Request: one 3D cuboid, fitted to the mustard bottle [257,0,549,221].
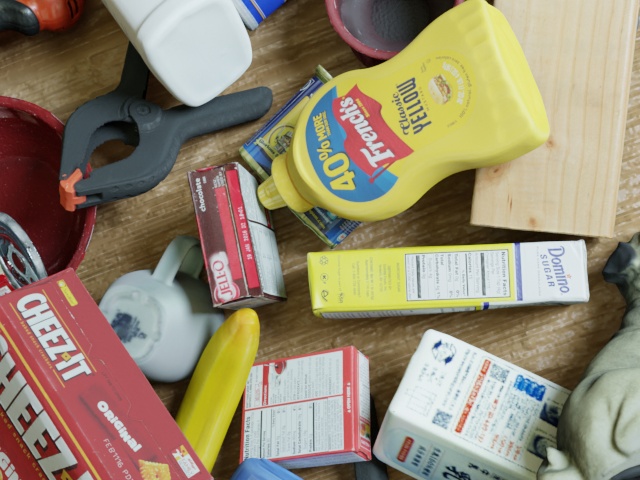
[{"bbox_3d":[0.040,-0.066,0.671,0.192,0.058,0.096,-26,75,27],"label":"mustard bottle"}]

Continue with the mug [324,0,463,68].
[{"bbox_3d":[0.065,-0.157,0.737,0.117,0.081,0.093,18,88,9],"label":"mug"}]

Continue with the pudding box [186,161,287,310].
[{"bbox_3d":[-0.055,0.001,0.725,0.039,0.113,0.090,-12,83,7],"label":"pudding box"}]

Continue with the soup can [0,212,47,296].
[{"bbox_3d":[-0.244,0.034,0.715,0.102,0.068,0.068,-28,82,6],"label":"soup can"}]

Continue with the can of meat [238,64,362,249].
[{"bbox_3d":[0.005,-0.057,0.750,0.084,0.057,0.102,-44,81,4],"label":"can of meat"}]

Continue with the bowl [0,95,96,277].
[{"bbox_3d":[-0.233,-0.022,0.781,0.162,0.055,0.162,-1,85,8],"label":"bowl"}]

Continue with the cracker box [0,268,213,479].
[{"bbox_3d":[-0.189,0.146,0.700,0.164,0.071,0.214,54,130,9],"label":"cracker box"}]

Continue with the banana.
[{"bbox_3d":[-0.081,0.132,0.736,0.037,0.070,0.198,19,99,-14],"label":"banana"}]

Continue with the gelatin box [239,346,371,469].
[{"bbox_3d":[-0.011,0.117,0.729,0.089,0.030,0.073,-13,61,24],"label":"gelatin box"}]

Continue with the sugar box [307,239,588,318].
[{"bbox_3d":[0.084,0.026,0.714,0.176,0.093,0.048,-5,85,7],"label":"sugar box"}]

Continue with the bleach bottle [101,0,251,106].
[{"bbox_3d":[-0.148,-0.206,0.745,0.068,0.102,0.251,-39,65,-3],"label":"bleach bottle"}]

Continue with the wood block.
[{"bbox_3d":[0.158,-0.108,0.702,0.090,0.090,0.206,6,92,14],"label":"wood block"}]

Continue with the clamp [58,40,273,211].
[{"bbox_3d":[-0.130,-0.091,0.753,0.120,0.039,0.171,39,58,19],"label":"clamp"}]
